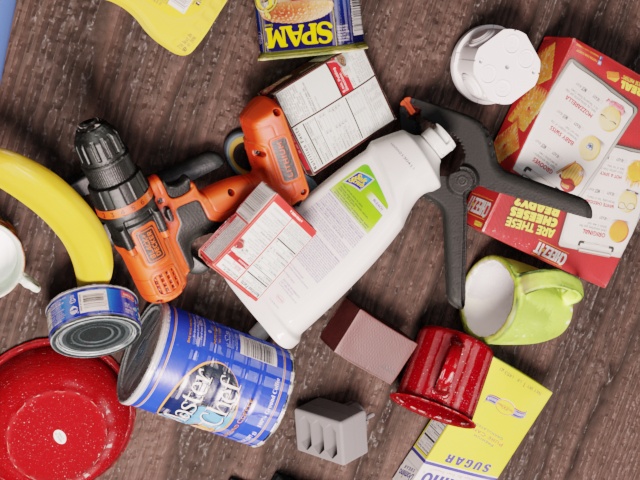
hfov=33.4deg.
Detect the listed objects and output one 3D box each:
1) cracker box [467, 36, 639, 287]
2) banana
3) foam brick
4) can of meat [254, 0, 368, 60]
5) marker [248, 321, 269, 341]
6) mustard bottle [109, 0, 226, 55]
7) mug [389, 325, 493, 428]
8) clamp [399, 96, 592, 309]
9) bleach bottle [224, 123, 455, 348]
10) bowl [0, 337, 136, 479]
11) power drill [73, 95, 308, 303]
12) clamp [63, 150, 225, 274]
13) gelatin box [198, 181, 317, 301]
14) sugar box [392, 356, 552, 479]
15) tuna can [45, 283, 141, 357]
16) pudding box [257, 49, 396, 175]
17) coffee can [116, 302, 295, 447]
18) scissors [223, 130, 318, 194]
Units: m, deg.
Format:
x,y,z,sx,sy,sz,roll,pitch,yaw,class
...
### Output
x,y,z,sx,sy,sz,roll,pitch,yaw,class
0.265,-0.082,1.114,0.164,0.072,0.214,23,95,-20,cracker box
-0.232,-0.014,0.938,0.069,0.037,0.197,-25,127,-3,banana
0.049,0.103,1.094,0.078,0.051,0.053,33,91,-22,foam brick
-0.012,-0.213,0.981,0.102,0.057,0.084,0,103,27,can of meat
-0.026,0.053,1.072,0.020,0.020,0.121,40,91,-22,marker
-0.173,-0.252,0.937,0.191,0.058,0.096,32,92,-22,mustard bottle
0.127,0.135,1.088,0.093,0.117,0.081,19,74,10,mug
0.153,-0.060,1.048,0.165,0.036,0.210,-30,82,14,clamp
0.031,-0.014,1.025,0.251,0.068,0.102,-41,80,3,bleach bottle
-0.252,0.176,1.010,0.162,0.055,0.162,-4,104,-18,bowl
-0.113,-0.057,0.962,0.187,0.057,0.184,-29,123,-17,power drill
-0.172,-0.021,1.002,0.171,0.039,0.120,-4,101,-18,clamp
-0.056,0.001,0.966,0.089,0.030,0.073,-48,137,-1,gelatin box
0.165,0.214,1.161,0.093,0.048,0.176,31,90,-22,sugar box
-0.209,0.075,0.986,0.086,0.086,0.034,-4,59,-17,tuna can
0.007,-0.128,1.025,0.113,0.039,0.090,-34,112,-21,pudding box
-0.110,0.128,1.020,0.140,0.103,0.103,23,94,-22,coffee can
-0.028,-0.044,1.055,0.096,0.016,0.202,-24,108,-10,scissors
